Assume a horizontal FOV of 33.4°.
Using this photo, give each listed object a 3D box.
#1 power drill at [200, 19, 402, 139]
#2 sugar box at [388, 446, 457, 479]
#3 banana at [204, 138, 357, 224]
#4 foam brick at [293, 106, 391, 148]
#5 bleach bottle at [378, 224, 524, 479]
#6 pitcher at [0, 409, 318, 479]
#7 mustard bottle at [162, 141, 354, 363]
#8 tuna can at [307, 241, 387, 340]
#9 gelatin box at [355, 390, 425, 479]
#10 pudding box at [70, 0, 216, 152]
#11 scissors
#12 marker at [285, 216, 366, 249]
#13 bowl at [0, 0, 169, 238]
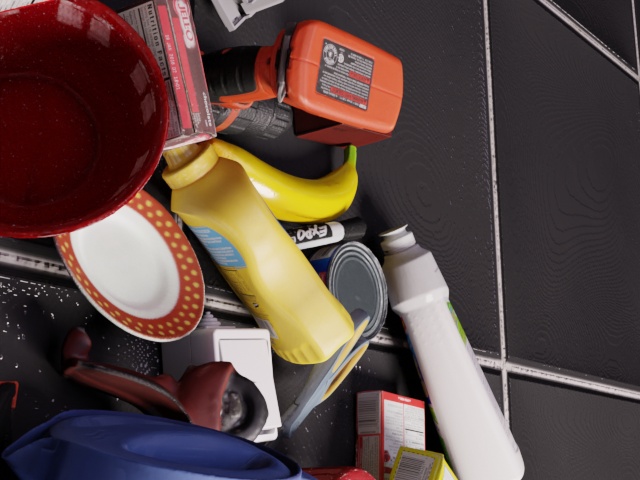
[{"bbox_3d":[-0.038,-0.105,0.748,0.184,0.188,0.057,10,85,-48],"label":"power drill"},{"bbox_3d":[0.095,0.253,0.906,0.093,0.048,0.176,-67,151,-27],"label":"sugar box"},{"bbox_3d":[-0.024,-0.046,0.879,0.197,0.037,0.069,-3,65,-55],"label":"banana"},{"bbox_3d":[0.019,-0.115,0.938,0.078,0.053,0.051,8,75,-53],"label":"foam brick"},{"bbox_3d":[0.113,0.105,0.989,0.102,0.068,0.251,-68,136,-84],"label":"bleach bottle"},{"bbox_3d":[-0.088,0.216,0.546,0.144,0.149,0.243,14,88,-64],"label":"pitcher"},{"bbox_3d":[-0.055,0.001,0.771,0.058,0.096,0.191,-41,111,-14],"label":"mustard bottle"},{"bbox_3d":[0.020,0.046,0.912,0.086,0.034,0.086,19,66,-50],"label":"tuna can"},{"bbox_3d":[0.061,0.180,0.935,0.073,0.030,0.089,22,64,-50],"label":"gelatin box"},{"bbox_3d":[-0.126,-0.098,0.686,0.039,0.114,0.090,-12,91,-58],"label":"pudding box"},{"bbox_3d":[-0.016,0.121,0.800,0.201,0.016,0.096,-42,158,-44],"label":"scissors"},{"bbox_3d":[-0.010,-0.003,0.871,0.120,0.020,0.020,-11,89,-39],"label":"marker"},{"bbox_3d":[-0.173,-0.070,0.628,0.162,0.055,0.162,5,71,-14],"label":"bowl"}]
